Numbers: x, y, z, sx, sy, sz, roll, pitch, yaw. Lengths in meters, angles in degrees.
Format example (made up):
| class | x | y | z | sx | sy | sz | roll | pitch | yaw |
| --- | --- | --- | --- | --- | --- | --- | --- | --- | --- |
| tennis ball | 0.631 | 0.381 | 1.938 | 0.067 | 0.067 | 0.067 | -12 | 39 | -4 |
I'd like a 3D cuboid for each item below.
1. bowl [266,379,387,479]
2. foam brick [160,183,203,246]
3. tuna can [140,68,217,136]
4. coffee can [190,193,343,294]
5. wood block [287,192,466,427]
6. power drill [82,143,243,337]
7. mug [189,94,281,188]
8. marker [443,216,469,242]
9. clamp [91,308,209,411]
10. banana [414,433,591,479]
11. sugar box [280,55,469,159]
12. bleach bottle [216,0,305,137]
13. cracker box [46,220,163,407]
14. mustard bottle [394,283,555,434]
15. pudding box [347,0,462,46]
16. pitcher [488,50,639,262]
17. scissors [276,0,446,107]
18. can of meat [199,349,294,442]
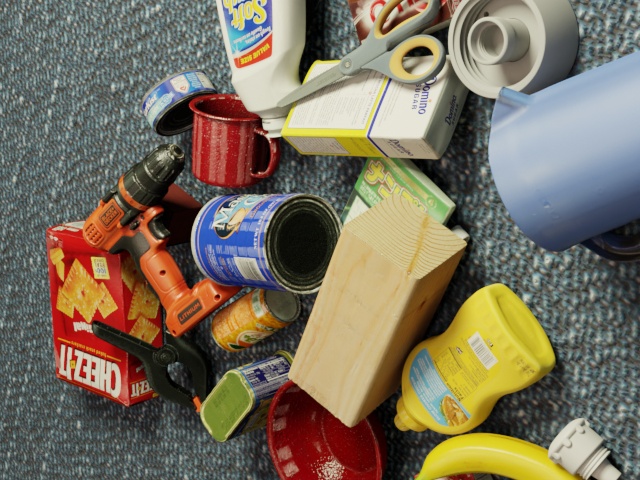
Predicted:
| class | x | y | z | sx | sy | sz | roll | pitch | yaw |
| --- | --- | --- | --- | --- | --- | --- | --- | --- | --- |
| bowl | 0.018 | 0.217 | 1.151 | 0.162 | 0.055 | 0.162 | 12 | 109 | 40 |
| foam brick | -0.190 | -0.035 | 1.293 | 0.078 | 0.051 | 0.053 | 38 | 123 | 31 |
| tuna can | -0.159 | -0.156 | 1.214 | 0.086 | 0.085 | 0.034 | -44 | 71 | 40 |
| coffee can | -0.057 | 0.001 | 1.128 | 0.141 | 0.102 | 0.103 | 3 | 101 | 52 |
| wood block | 0.052 | 0.070 | 1.038 | 0.090 | 0.090 | 0.206 | 37 | 131 | 20 |
| power drill | -0.172 | 0.002 | 1.221 | 0.185 | 0.057 | 0.187 | -40 | 84 | 37 |
| mug | -0.089 | -0.104 | 1.161 | 0.117 | 0.093 | 0.081 | 21 | 118 | 32 |
| marker | 0.101 | -0.041 | 1.043 | 0.121 | 0.020 | 0.020 | 51 | 129 | 22 |
| clamp | -0.184 | 0.129 | 1.308 | 0.120 | 0.039 | 0.171 | -40 | 99 | 12 |
| banana | 0.180 | 0.219 | 0.999 | 0.198 | 0.037 | 0.069 | 4 | 92 | 26 |
| sugar box | 0.052 | -0.128 | 1.024 | 0.177 | 0.048 | 0.093 | 8 | 68 | 40 |
| bleach bottle | -0.053 | -0.229 | 1.069 | 0.103 | 0.068 | 0.251 | 1 | 109 | 30 |
| cracker box | -0.283 | 0.092 | 1.394 | 0.164 | 0.071 | 0.214 | 12 | 108 | 41 |
| mustard bottle | 0.132 | 0.131 | 1.025 | 0.096 | 0.058 | 0.192 | 56 | 130 | 17 |
| pudding box | 0.079 | -0.235 | 1.007 | 0.114 | 0.039 | 0.090 | -17 | 88 | 43 |
| pitcher | 0.266 | -0.080 | 0.819 | 0.243 | 0.149 | 0.145 | -22 | 69 | 40 |
| scissors | 0.042 | -0.154 | 1.000 | 0.202 | 0.016 | 0.096 | -41 | 65 | 30 |
| can of meat | -0.078 | 0.179 | 1.214 | 0.057 | 0.083 | 0.102 | 53 | 129 | 21 |
